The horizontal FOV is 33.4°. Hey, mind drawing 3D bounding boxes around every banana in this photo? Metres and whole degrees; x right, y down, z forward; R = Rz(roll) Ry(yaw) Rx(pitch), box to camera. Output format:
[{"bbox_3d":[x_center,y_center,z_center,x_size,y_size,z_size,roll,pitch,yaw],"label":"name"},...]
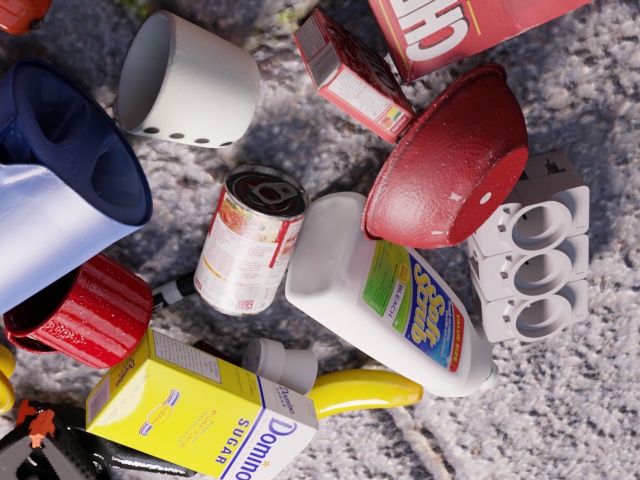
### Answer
[{"bbox_3d":[-0.003,0.160,0.976,0.198,0.070,0.037,-31,163,9],"label":"banana"}]

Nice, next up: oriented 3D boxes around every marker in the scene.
[{"bbox_3d":[-0.145,0.053,0.888,0.121,0.020,0.020,-25,129,7],"label":"marker"}]

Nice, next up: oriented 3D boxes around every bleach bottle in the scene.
[{"bbox_3d":[0.078,0.061,0.908,0.068,0.102,0.250,-4,151,42],"label":"bleach bottle"}]

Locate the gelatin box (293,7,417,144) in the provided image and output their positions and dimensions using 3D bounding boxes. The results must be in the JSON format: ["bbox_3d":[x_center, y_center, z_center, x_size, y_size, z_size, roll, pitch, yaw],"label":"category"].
[{"bbox_3d":[0.024,-0.117,0.747,0.073,0.089,0.030,32,114,-32],"label":"gelatin box"}]

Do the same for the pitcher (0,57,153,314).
[{"bbox_3d":[-0.241,-0.004,0.738,0.243,0.145,0.149,-33,130,16],"label":"pitcher"}]

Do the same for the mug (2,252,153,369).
[{"bbox_3d":[-0.194,0.055,0.836,0.117,0.093,0.081,-35,132,21],"label":"mug"}]

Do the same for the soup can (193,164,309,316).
[{"bbox_3d":[-0.055,0.001,0.836,0.068,0.068,0.102,9,126,-19],"label":"soup can"}]

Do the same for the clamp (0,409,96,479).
[{"bbox_3d":[-0.238,0.227,0.953,0.164,0.036,0.210,17,133,-6],"label":"clamp"}]

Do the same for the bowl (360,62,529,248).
[{"bbox_3d":[0.103,-0.049,0.784,0.162,0.055,0.162,-42,159,-20],"label":"bowl"}]

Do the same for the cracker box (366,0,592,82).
[{"bbox_3d":[0.119,-0.221,0.698,0.214,0.072,0.164,-24,129,7],"label":"cracker box"}]

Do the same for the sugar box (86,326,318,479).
[{"bbox_3d":[-0.096,0.145,0.886,0.176,0.048,0.093,29,116,-28],"label":"sugar box"}]

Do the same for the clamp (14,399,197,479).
[{"bbox_3d":[-0.211,0.203,0.979,0.171,0.039,0.120,32,116,-23],"label":"clamp"}]
